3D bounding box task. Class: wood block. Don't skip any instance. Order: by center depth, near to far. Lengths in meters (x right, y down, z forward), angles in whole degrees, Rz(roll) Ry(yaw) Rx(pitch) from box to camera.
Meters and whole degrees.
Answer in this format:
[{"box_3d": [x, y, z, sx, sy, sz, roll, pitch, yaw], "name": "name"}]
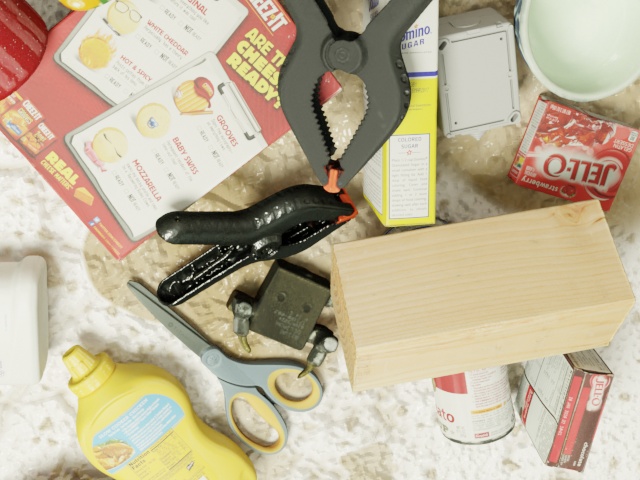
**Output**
[{"box_3d": [0.117, 0.043, 0.814, 0.206, 0.091, 0.090, -10, 152, -5], "name": "wood block"}]

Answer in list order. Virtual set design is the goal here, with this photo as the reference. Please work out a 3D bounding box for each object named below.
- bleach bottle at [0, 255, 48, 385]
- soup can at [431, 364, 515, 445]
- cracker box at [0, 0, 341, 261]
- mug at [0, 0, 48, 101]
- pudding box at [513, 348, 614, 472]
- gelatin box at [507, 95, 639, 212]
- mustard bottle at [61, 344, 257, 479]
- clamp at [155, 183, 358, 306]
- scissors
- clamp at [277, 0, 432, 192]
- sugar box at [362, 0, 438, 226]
[{"box_3d": [-0.341, 0.061, 0.822, 0.250, 0.068, 0.102, 1, 108, -7], "name": "bleach bottle"}, {"box_3d": [0.127, 0.113, 0.906, 0.068, 0.068, 0.102, -12, 111, -4], "name": "soup can"}, {"box_3d": [-0.119, -0.115, 0.790, 0.214, 0.072, 0.164, -38, 110, 4], "name": "cracker box"}, {"box_3d": [-0.239, -0.152, 0.714, 0.093, 0.117, 0.081, -26, 141, 14], "name": "mug"}, {"box_3d": [0.202, 0.127, 0.897, 0.039, 0.113, 0.090, 11, 107, -9], "name": "pudding box"}, {"box_3d": [0.209, -0.070, 0.875, 0.089, 0.030, 0.073, 16, 106, -13], "name": "gelatin box"}, {"box_3d": [-0.145, 0.159, 0.885, 0.096, 0.058, 0.191, -38, 110, 1], "name": "mustard bottle"}, {"box_3d": [-0.055, 0.001, 0.839, 0.171, 0.120, 0.039, -12, 68, -25], "name": "clamp"}, {"box_3d": [-0.070, 0.094, 0.897, 0.096, 0.016, 0.201, -29, 110, 0], "name": "scissors"}, {"box_3d": [0.009, -0.138, 0.736, 0.164, 0.036, 0.210, 16, 114, 9], "name": "clamp"}, {"box_3d": [0.059, -0.108, 0.807, 0.048, 0.093, 0.176, -2, 109, -9], "name": "sugar box"}]
